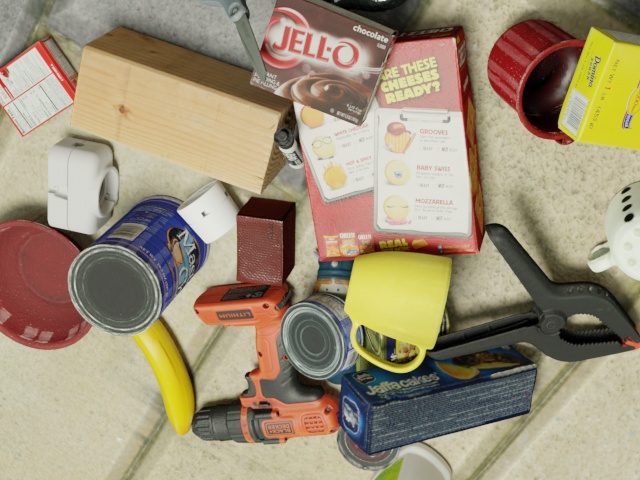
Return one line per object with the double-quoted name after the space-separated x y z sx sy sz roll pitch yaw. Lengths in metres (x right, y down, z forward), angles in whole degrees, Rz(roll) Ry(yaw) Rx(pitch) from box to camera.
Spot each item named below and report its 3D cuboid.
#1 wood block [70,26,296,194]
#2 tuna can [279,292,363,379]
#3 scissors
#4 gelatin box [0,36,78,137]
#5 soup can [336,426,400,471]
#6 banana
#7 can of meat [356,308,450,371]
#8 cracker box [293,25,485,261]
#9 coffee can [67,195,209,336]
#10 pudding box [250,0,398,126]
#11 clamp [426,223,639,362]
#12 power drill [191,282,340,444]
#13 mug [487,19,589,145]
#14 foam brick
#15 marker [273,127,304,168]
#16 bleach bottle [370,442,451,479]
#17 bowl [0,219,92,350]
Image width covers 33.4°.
-0.133 -0.133 1.072 0.206 0.090 0.091 20 117 7 "wood block"
0.000 0.099 1.101 0.086 0.033 0.086 13 111 34 "tuna can"
-0.066 -0.228 0.982 0.096 0.202 0.016 -50 136 11 "scissors"
-0.304 -0.164 1.142 0.089 0.030 0.073 -28 104 25 "gelatin box"
0.062 0.191 1.147 0.068 0.102 0.068 6 114 13 "soup can"
-0.189 0.139 1.238 0.070 0.037 0.198 -16 106 50 "banana"
0.086 0.111 1.111 0.083 0.057 0.102 -11 115 -21 "can of meat"
0.068 -0.092 1.042 0.164 0.072 0.214 -3 111 17 "cracker box"
-0.188 0.024 1.126 0.103 0.140 0.103 6 114 13 "coffee can"
0.003 -0.167 0.966 0.113 0.039 0.090 21 114 2 "pudding box"
0.216 0.080 1.059 0.209 0.036 0.165 21 122 -15 "clamp"
-0.080 0.142 1.195 0.185 0.057 0.187 -8 112 19 "power drill"
0.206 -0.140 0.965 0.093 0.081 0.117 -28 124 -2 "mug"
-0.057 0.001 1.129 0.053 0.051 0.078 8 115 12 "foam brick"
-0.029 -0.090 1.047 0.020 0.121 0.020 -1 83 5 "marker"
0.071 0.319 1.116 0.068 0.250 0.103 41 117 -4 "bleach bottle"
-0.317 0.042 1.219 0.162 0.055 0.162 6 114 14 "bowl"
